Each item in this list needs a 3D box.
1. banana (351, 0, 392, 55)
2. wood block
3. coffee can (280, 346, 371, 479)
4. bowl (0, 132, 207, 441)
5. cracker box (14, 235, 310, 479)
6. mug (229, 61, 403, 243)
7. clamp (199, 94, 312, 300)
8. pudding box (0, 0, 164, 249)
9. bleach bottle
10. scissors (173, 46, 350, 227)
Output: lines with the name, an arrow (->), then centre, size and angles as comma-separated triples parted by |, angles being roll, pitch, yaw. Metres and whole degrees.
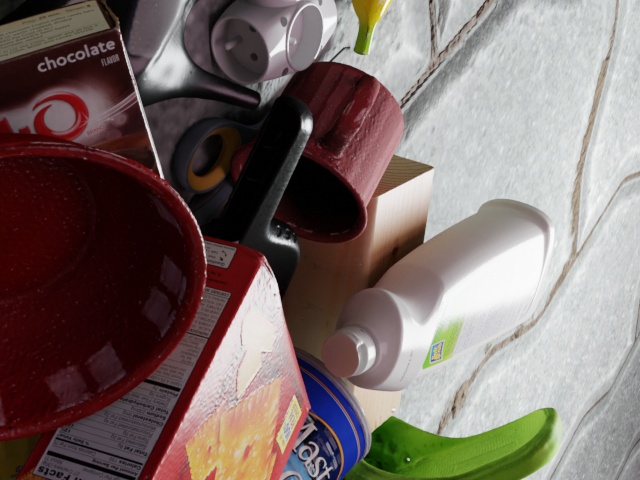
banana -> 0.069, -0.226, 0.792 | 0.197, 0.037, 0.070 | -55, 166, -27
wood block -> 0.014, 0.040, 0.795 | 0.090, 0.090, 0.206 | -28, 131, -52
coffee can -> -0.048, 0.152, 0.716 | 0.140, 0.103, 0.103 | -40, 140, -34
bowl -> -0.132, 0.011, 0.446 | 0.162, 0.055, 0.162 | -15, 135, -16
cracker box -> -0.080, 0.128, 0.554 | 0.164, 0.072, 0.213 | 78, 29, -50
mug -> 0.006, -0.063, 0.664 | 0.081, 0.093, 0.117 | -62, -176, -30
clamp -> -0.054, 0.001, 0.641 | 0.164, 0.036, 0.210 | -33, 154, 3
pudding box -> -0.133, -0.046, 0.463 | 0.113, 0.039, 0.090 | -22, 135, -12
bleach bottle -> 0.083, 0.040, 0.756 | 0.250, 0.068, 0.103 | -18, 122, -54
scissors -> -0.038, -0.082, 0.700 | 0.201, 0.016, 0.096 | -60, 151, -21
